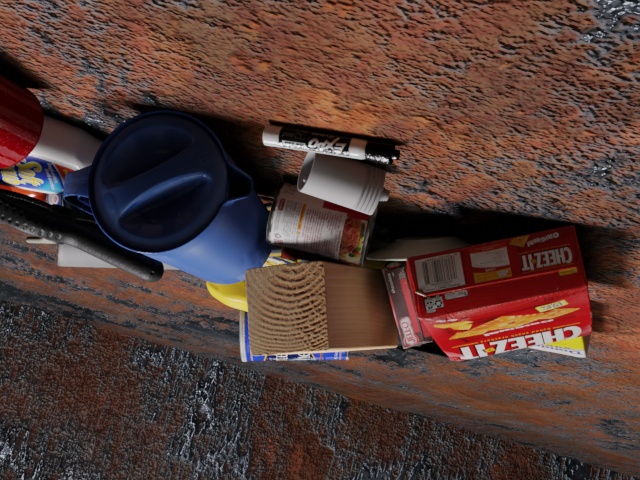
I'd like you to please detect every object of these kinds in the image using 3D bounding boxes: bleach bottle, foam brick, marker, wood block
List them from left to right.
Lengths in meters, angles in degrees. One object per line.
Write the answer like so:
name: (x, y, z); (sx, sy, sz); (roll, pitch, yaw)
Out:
bleach bottle: (-0.290, -0.092, 1.091); (0.250, 0.068, 0.103); (12, 145, -15)
foam brick: (-0.002, -0.006, 1.152); (0.078, 0.053, 0.051); (5, 168, -1)
wood block: (0.006, 0.075, 1.153); (0.090, 0.091, 0.205); (-7, 173, 23)
marker: (0.009, -0.082, 0.915); (0.121, 0.020, 0.020); (10, 167, 17)

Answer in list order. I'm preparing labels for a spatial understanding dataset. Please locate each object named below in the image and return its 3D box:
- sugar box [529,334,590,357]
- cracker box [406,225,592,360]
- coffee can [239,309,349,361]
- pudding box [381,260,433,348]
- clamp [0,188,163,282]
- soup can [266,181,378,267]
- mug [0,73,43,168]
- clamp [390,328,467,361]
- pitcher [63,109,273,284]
sugar box: (0.292, 0.109, 1.353); (0.093, 0.048, 0.176); (10, 165, 19)
cracker box: (0.190, 0.061, 1.093); (0.164, 0.072, 0.213); (-12, 160, 12)
coffee can: (-0.034, 0.107, 1.401); (0.140, 0.103, 0.103); (-1, 167, 0)
pudding box: (0.100, 0.063, 1.179); (0.039, 0.090, 0.113); (-14, -176, 13)
clamp: (-0.264, -0.013, 1.106); (0.209, 0.036, 0.165); (20, -175, -31)
soup can: (0.002, -0.017, 1.089); (0.102, 0.068, 0.068); (13, 167, 6)
mug: (-0.316, -0.122, 0.979); (0.117, 0.093, 0.081); (43, -174, 26)
clamp: (0.100, 0.123, 1.386); (0.172, 0.039, 0.120); (6, 163, 35)
pitcher: (-0.134, -0.030, 1.062); (0.149, 0.145, 0.242); (46, 179, 17)
